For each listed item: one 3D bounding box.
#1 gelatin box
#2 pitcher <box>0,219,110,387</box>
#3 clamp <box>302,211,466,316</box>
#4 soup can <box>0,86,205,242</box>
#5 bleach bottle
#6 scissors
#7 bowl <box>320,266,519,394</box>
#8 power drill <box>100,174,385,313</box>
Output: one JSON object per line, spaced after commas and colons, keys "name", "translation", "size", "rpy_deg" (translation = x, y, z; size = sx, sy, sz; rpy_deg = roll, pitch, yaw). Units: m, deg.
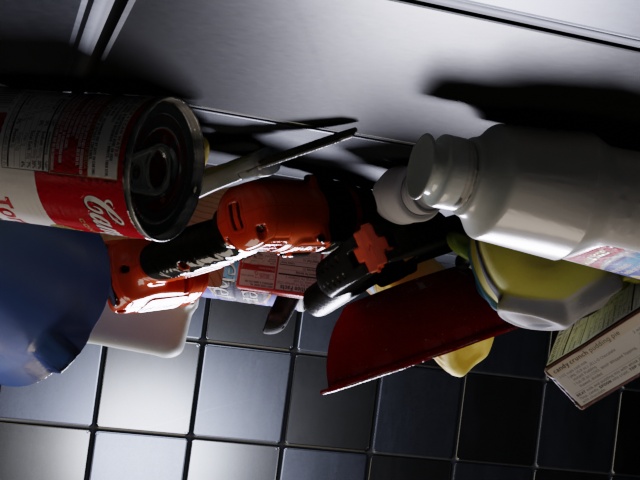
{"name": "gelatin box", "translation": [-0.028, 0.003, 0.898], "size": [0.073, 0.089, 0.030], "rpy_deg": [7, 177, 15]}
{"name": "pitcher", "translation": [-0.263, -0.006, 0.686], "size": [0.149, 0.145, 0.242], "rpy_deg": [-5, 156, 27]}
{"name": "clamp", "translation": [0.056, 0.007, 0.733], "size": [0.164, 0.036, 0.210], "rpy_deg": [-25, 172, 1]}
{"name": "soup can", "translation": [-0.116, -0.039, 0.514], "size": [0.102, 0.068, 0.068], "rpy_deg": [7, 177, 22]}
{"name": "bleach bottle", "translation": [0.156, -0.009, 0.483], "size": [0.250, 0.068, 0.103], "rpy_deg": [11, 175, -17]}
{"name": "scissors", "translation": [-0.052, -0.035, 0.592], "size": [0.096, 0.016, 0.202], "rpy_deg": [-23, -174, -14]}
{"name": "bowl", "translation": [0.068, 0.058, 0.755], "size": [0.162, 0.055, 0.162], "rpy_deg": [-19, 173, -2]}
{"name": "power drill", "translation": [-0.055, 0.001, 0.782], "size": [0.188, 0.057, 0.184], "rpy_deg": [-21, 167, 33]}
